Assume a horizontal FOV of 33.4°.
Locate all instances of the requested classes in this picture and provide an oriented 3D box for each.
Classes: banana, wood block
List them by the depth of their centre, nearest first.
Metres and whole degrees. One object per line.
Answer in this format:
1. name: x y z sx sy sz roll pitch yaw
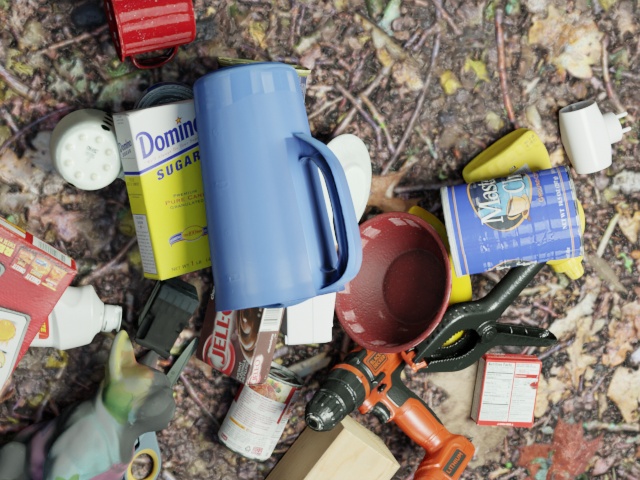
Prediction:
1. wood block: -0.012 0.309 1.264 0.090 0.091 0.206 37 92 -18
2. banana: 0.145 0.052 1.268 0.069 0.037 0.198 -9 104 -12

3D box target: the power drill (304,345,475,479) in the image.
1. power drill: 0.081 0.209 1.210 0.187 0.184 0.057 52 133 -2

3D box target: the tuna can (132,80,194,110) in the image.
1. tuna can: -0.163 -0.130 1.167 0.086 0.034 0.086 -2 103 -11

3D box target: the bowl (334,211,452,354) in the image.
1. bowl: 0.092 0.050 1.219 0.055 0.162 0.162 13 102 -52

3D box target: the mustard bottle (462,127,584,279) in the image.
1. mustard bottle: 0.256 -0.032 1.261 0.096 0.058 0.191 -37 106 -1

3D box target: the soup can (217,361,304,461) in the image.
1. soup can: -0.070 0.196 1.240 0.068 0.068 0.102 23 97 -15

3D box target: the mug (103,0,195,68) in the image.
1. mug: -0.178 -0.231 1.121 0.081 0.093 0.117 -14 135 -13

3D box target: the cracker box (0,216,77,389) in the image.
1. cracker box: -0.374 0.071 1.081 0.164 0.072 0.214 32 93 -20

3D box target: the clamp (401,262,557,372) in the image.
1. clamp: 0.192 0.090 1.244 0.209 0.036 0.164 -19 129 -18

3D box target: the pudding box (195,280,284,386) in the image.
1. pudding box: -0.090 0.096 1.202 0.039 0.090 0.113 6 101 -49

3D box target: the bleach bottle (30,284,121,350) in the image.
1. bleach bottle: -0.342 0.062 1.159 0.250 0.068 0.102 9 101 -16

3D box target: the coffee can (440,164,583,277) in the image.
1. coffee can: 0.210 -0.021 1.179 0.140 0.102 0.103 -10 105 9

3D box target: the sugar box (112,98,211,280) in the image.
1. sugar box: -0.153 -0.055 1.122 0.093 0.048 0.176 -17 105 -34

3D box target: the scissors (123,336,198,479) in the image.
1. scissors: -0.187 0.211 1.247 0.202 0.016 0.096 -42 108 0

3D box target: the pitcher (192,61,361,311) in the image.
1. pitcher: -0.050 -0.053 1.074 0.149 0.145 0.243 -9 90 -5

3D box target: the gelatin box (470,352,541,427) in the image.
1. gelatin box: 0.229 0.184 1.318 0.073 0.030 0.089 4 101 -11
